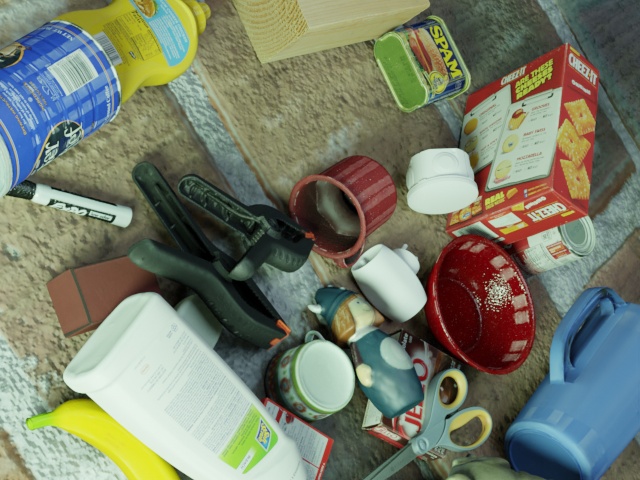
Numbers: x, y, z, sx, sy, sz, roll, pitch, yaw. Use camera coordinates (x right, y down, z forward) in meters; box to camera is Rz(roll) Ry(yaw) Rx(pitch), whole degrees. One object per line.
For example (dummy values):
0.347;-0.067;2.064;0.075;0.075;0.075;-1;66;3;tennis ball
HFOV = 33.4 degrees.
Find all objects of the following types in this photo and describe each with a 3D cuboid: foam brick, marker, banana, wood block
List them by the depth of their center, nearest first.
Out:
-0.158;0.197;0.896;0.197;0.037;0.069;49;67;-12;banana
-0.185;0.045;0.922;0.078;0.053;0.051;-15;82;-43;foam brick
-0.225;-0.035;0.946;0.120;0.020;0.020;17;62;-34;marker
0.013;-0.271;1.194;0.205;0.090;0.091;-22;87;-43;wood block

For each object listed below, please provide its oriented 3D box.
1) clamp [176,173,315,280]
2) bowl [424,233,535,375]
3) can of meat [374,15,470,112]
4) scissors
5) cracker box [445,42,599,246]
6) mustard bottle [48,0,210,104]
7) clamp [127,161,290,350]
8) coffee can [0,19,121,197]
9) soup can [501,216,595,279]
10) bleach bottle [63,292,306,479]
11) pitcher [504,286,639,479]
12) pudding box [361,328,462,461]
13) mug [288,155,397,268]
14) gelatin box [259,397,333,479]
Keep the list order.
-0.057;0.001;1.023;0.171;0.039;0.120;18;41;-48;clamp
0.168;0.077;1.202;0.161;0.055;0.162;16;62;-34;bowl
0.120;-0.211;1.282;0.083;0.058;0.102;-26;90;-41;can of meat
0.099;0.185;1.074;0.201;0.016;0.096;-5;77;-40;scissors
0.242;-0.105;1.265;0.072;0.164;0.213;32;55;-28;cracker box
-0.174;-0.193;1.027;0.191;0.058;0.096;-38;97;-42;mustard bottle
-0.105;0.022;0.988;0.209;0.036;0.164;44;17;-34;clamp
-0.252;-0.111;0.898;0.103;0.103;0.140;53;48;-9;coffee can
0.271;0.002;1.286;0.068;0.102;0.068;16;63;-34;soup can
-0.094;0.162;0.898;0.250;0.068;0.102;50;57;-23;bleach bottle
0.311;0.176;1.232;0.149;0.145;0.242;36;48;18;pitcher
0.097;0.162;1.118;0.090;0.039;0.113;31;55;-26;pudding box
0.029;-0.028;1.116;0.081;0.093;0.117;-36;127;-47;mug
-0.038;0.200;0.997;0.089;0.030;0.073;36;54;-23;gelatin box
